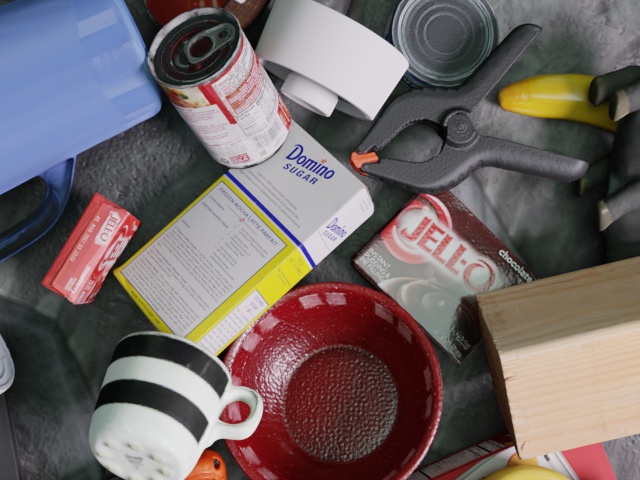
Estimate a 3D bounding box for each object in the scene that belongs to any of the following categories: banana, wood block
[{"bbox_3d":[0.235,-0.085,0.824,0.198,0.037,0.069,32,84,-2],"label":"banana"},{"bbox_3d":[0.222,0.071,0.740,0.206,0.090,0.091,-13,115,3],"label":"wood block"}]

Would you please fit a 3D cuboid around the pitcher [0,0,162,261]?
[{"bbox_3d":[-0.235,-0.082,0.746,0.242,0.149,0.145,-25,63,-9],"label":"pitcher"}]

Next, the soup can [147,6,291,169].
[{"bbox_3d":[-0.068,-0.104,0.748,0.069,0.102,0.068,-10,57,16],"label":"soup can"}]

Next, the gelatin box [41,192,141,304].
[{"bbox_3d":[-0.160,0.008,0.758,0.030,0.089,0.073,31,84,-2],"label":"gelatin box"}]

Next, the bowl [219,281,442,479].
[{"bbox_3d":[0.009,0.114,0.769,0.162,0.055,0.162,-3,73,11],"label":"bowl"}]

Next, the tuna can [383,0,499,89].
[{"bbox_3d":[0.093,-0.155,0.818,0.086,0.034,0.086,0,86,-5],"label":"tuna can"}]

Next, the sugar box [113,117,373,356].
[{"bbox_3d":[-0.055,0.001,0.774,0.176,0.048,0.093,-40,61,-8],"label":"sugar box"}]

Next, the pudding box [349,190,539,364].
[{"bbox_3d":[0.092,0.023,0.804,0.113,0.039,0.090,44,83,-1],"label":"pudding box"}]

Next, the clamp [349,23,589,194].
[{"bbox_3d":[0.109,-0.073,0.781,0.171,0.039,0.120,-27,79,0],"label":"clamp"}]
